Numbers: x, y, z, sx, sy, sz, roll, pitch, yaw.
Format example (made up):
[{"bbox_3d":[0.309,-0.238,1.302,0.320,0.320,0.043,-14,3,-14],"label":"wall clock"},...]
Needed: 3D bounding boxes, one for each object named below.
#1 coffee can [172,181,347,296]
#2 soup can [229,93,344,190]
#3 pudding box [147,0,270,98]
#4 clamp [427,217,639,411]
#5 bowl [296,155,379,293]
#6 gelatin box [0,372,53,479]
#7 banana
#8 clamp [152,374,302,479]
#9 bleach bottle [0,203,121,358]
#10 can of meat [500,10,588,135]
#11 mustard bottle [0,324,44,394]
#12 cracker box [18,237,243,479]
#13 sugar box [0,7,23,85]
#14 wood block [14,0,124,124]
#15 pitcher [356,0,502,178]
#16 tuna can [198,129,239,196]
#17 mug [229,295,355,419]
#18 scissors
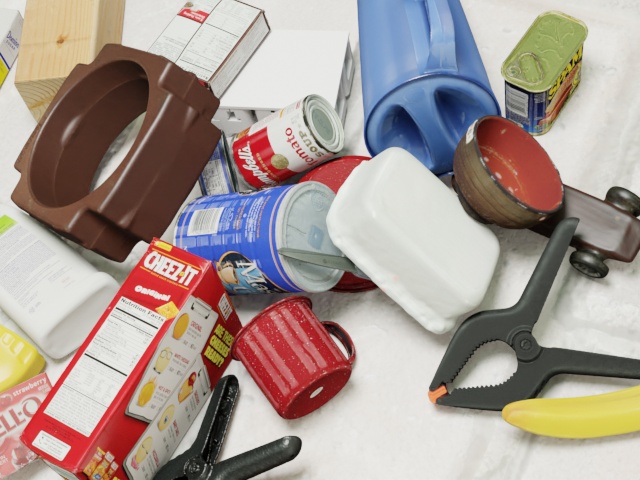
[{"bbox_3d":[-0.057,0.001,1.021,0.141,0.102,0.102,-5,56,39],"label":"coffee can"},{"bbox_3d":[-0.034,-0.100,1.101,0.102,0.068,0.068,-25,54,32],"label":"soup can"},{"bbox_3d":[-0.122,-0.213,1.151,0.090,0.039,0.113,25,70,22],"label":"pudding box"},{"bbox_3d":[0.197,0.101,0.972,0.210,0.036,0.164,-37,76,4],"label":"clamp"},{"bbox_3d":[0.030,-0.030,1.081,0.162,0.055,0.162,-5,61,8],"label":"bowl"},{"bbox_3d":[-0.286,0.177,1.009,0.089,0.030,0.073,-25,88,-20],"label":"gelatin box"},{"bbox_3d":[0.260,0.141,0.934,0.198,0.069,0.037,-17,37,10],"label":"banana"},{"bbox_3d":[-0.106,0.204,0.976,0.171,0.039,0.120,-40,40,-2],"label":"clamp"},{"bbox_3d":[-0.319,0.011,1.120,0.102,0.068,0.251,-41,59,-16],"label":"bleach bottle"},{"bbox_3d":[0.231,-0.171,1.106,0.057,0.084,0.102,29,69,23],"label":"can of meat"},{"bbox_3d":[-0.363,0.167,1.040,0.096,0.058,0.191,29,70,15],"label":"mustard bottle"},{"bbox_3d":[-0.163,0.127,0.964,0.072,0.164,0.213,23,68,19],"label":"cracker box"},{"bbox_3d":[-0.426,-0.201,1.269,0.093,0.048,0.176,11,60,16],"label":"sugar box"},{"bbox_3d":[-0.287,-0.243,1.241,0.091,0.090,0.206,-5,60,7],"label":"wood block"},{"bbox_3d":[0.101,-0.195,1.091,0.149,0.144,0.243,-36,39,28],"label":"pitcher"},{"bbox_3d":[-0.109,-0.072,1.112,0.034,0.086,0.086,-13,59,1],"label":"tuna can"},{"bbox_3d":[-0.016,0.109,0.999,0.117,0.093,0.081,-14,56,-41],"label":"mug"},{"bbox_3d":[0.046,0.011,0.999,0.016,0.201,0.096,-34,40,43],"label":"scissors"}]
